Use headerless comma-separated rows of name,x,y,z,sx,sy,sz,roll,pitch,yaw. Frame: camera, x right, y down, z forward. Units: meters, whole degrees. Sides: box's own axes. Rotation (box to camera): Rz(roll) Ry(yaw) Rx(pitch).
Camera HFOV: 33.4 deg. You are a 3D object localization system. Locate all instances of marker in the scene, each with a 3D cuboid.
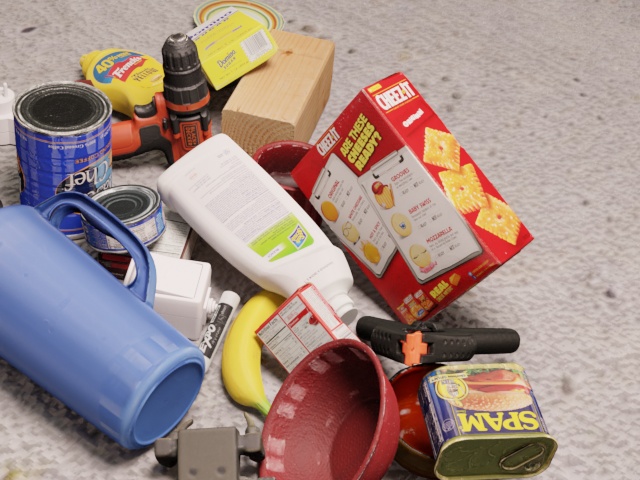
marker,-0.107,0.101,1.035,0.020,0.020,0.121,16,52,9

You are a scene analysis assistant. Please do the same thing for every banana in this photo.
banana,-0.058,0.097,1.057,0.069,0.037,0.197,28,40,-11

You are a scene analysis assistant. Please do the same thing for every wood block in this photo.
wood block,-0.051,-0.172,1.335,0.091,0.090,0.206,13,40,8

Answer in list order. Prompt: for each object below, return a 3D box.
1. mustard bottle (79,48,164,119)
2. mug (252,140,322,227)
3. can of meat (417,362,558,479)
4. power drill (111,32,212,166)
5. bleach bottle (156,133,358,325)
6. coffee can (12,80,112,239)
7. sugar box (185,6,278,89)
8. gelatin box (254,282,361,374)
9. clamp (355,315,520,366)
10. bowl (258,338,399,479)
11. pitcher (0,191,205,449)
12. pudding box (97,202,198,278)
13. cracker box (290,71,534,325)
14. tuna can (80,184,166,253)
mustard bottle,-0.239,-0.199,1.349,0.192,0.058,0.096,27,50,33
mug,-0.040,-0.047,1.193,0.093,0.081,0.117,25,42,19
can of meat,0.139,0.153,0.908,0.102,0.057,0.084,0,42,-12
power drill,-0.218,-0.146,1.217,0.187,0.184,0.057,-6,40,-2
bleach bottle,-0.057,0.001,1.082,0.102,0.068,0.251,-39,61,-9
coffee can,-0.276,-0.086,1.152,0.102,0.140,0.103,5,40,-4
sugar box,-0.122,-0.247,1.353,0.093,0.048,0.176,-33,28,-6
gelatin box,-0.009,0.095,1.008,0.089,0.073,0.030,50,36,6
clamp,0.090,0.092,0.993,0.165,0.036,0.209,3,0,19
bowl,0.017,0.169,0.920,0.055,0.162,0.162,29,29,-31
pitcher,-0.219,0.072,0.978,0.243,0.149,0.144,33,33,22
pudding box,-0.182,-0.003,1.150,0.090,0.039,0.113,9,41,2
cracker box,0.088,-0.037,1.079,0.072,0.164,0.214,-31,80,-40
tuna can,-0.204,-0.024,1.102,0.086,0.034,0.086,-4,33,3
